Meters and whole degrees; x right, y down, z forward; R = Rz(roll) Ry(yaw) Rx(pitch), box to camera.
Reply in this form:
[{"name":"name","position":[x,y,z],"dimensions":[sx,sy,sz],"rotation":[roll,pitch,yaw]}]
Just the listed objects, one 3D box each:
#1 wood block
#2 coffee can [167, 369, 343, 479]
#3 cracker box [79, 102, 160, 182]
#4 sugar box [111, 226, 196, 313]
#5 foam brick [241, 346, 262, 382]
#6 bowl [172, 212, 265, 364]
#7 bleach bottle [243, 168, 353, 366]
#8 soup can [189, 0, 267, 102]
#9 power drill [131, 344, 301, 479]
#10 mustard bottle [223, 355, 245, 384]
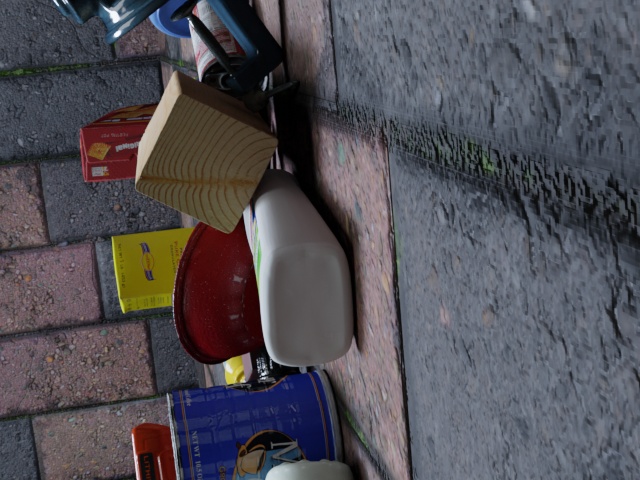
[{"name":"wood block","position":[-0.106,-0.085,0.954],"dimensions":[0.090,0.090,0.206],"rotation":[-62,14,9]},{"name":"coffee can","position":[-0.059,0.174,0.941],"dimensions":[0.103,0.140,0.103],"rotation":[173,90,-80]},{"name":"cracker box","position":[-0.191,-0.126,1.303],"dimensions":[0.213,0.164,0.072],"rotation":[-96,1,-78]},{"name":"sugar box","position":[-0.167,0.031,1.337],"dimensions":[0.048,0.176,0.093],"rotation":[96,163,-60]},{"name":"foam brick","position":[-0.054,0.114,1.122],"dimensions":[0.078,0.053,0.051],"rotation":[117,144,-71]},{"name":"bowl","position":[-0.069,0.045,1.012],"dimensions":[0.161,0.055,0.162],"rotation":[-26,-59,-53]},{"name":"bleach bottle","position":[-0.030,0.006,0.888],"dimensions":[0.251,0.068,0.102],"rotation":[-118,24,-69]},{"name":"soup can","position":[-0.095,-0.194,1.084],"dimensions":[0.068,0.068,0.102],"rotation":[95,165,-50]},{"name":"power drill","position":[-0.092,0.202,1.051],"dimensions":[0.057,0.188,0.184],"rotation":[22,-124,-64]},{"name":"mustard bottle","position":[-0.103,0.144,1.393],"dimensions":[0.192,0.058,0.096],"rotation":[-117,27,-62]}]
